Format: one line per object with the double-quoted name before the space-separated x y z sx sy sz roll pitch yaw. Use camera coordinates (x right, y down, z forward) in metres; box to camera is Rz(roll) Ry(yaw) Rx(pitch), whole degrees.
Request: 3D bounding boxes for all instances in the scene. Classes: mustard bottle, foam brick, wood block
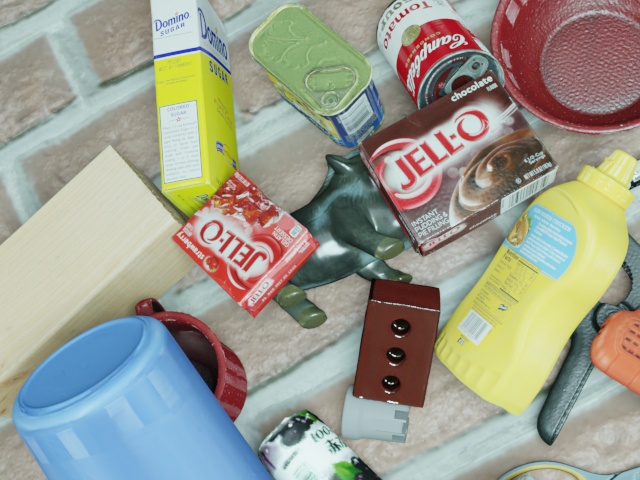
"mustard bottle" 0.159 0.021 0.744 0.058 0.096 0.192 30 97 -24
"foam brick" 0.055 0.073 0.769 0.053 0.051 0.078 8 108 3
"wood block" -0.200 0.037 0.843 0.206 0.090 0.091 -43 69 -1

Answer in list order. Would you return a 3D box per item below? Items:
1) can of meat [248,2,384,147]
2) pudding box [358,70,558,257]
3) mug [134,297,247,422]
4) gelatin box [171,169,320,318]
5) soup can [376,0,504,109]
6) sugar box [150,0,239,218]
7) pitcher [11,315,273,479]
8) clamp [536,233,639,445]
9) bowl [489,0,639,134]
"can of meat" 0.000 -0.127 0.846 0.102 0.084 0.057 42 86 21
"pudding box" 0.096 -0.054 0.754 0.113 0.039 0.090 -28 69 -4
"mug" -0.109 0.097 0.807 0.093 0.081 0.117 -30 70 3
"gelatin box" -0.055 0.001 0.783 0.073 0.030 0.089 -47 57 -2
"soup can" 0.089 -0.140 0.818 0.068 0.068 0.102 -28 43 4
"sugar box" -0.099 -0.109 0.860 0.048 0.093 0.176 -7 73 10
"pitcher" -0.094 0.178 0.682 0.145 0.149 0.243 -35 113 -16
"clamp" 0.202 0.067 0.765 0.120 0.039 0.171 -12 67 5
"bowl" 0.213 -0.147 0.816 0.162 0.055 0.162 -4 73 12
